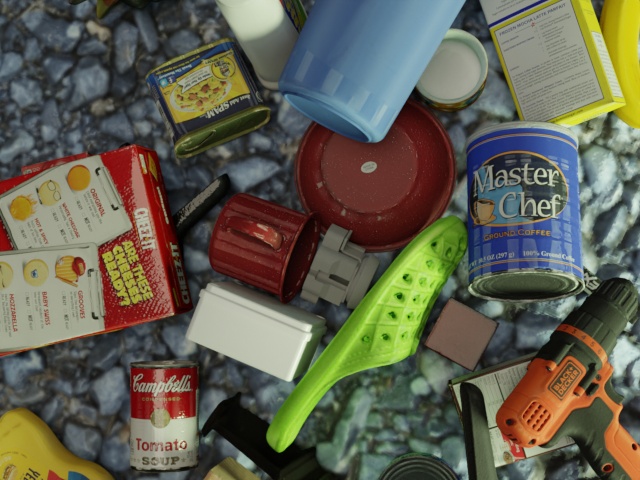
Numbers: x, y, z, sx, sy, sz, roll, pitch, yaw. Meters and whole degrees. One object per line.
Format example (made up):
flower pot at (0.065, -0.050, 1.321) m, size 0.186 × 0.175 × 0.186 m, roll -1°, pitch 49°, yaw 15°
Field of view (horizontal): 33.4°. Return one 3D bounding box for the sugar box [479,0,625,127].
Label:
sugar box at (0.212, -0.194, 1.001) m, size 0.093 × 0.048 × 0.176 m, roll -20°, pitch 81°, yaw 32°

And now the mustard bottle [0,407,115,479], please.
mustard bottle at (-0.253, 0.256, 1.050) m, size 0.192 × 0.058 × 0.096 m, roll 35°, pitch 93°, yaw 9°

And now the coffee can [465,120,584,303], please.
coffee can at (0.183, -0.024, 0.963) m, size 0.103 × 0.103 × 0.140 m, roll -1°, pitch 72°, yaw 8°

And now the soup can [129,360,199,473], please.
soup can at (-0.151, 0.169, 1.036) m, size 0.068 × 0.068 × 0.102 m, roll -1°, pitch 87°, yaw 8°

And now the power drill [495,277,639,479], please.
power drill at (0.272, 0.151, 0.957) m, size 0.187 × 0.057 × 0.184 m, roll 42°, pitch 77°, yaw -2°

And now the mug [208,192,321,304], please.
mug at (-0.057, 0.001, 1.010) m, size 0.081 × 0.117 × 0.093 m, roll 20°, pitch 83°, yaw 14°

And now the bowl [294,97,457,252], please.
bowl at (0.050, -0.070, 1.027) m, size 0.162 × 0.055 × 0.162 m, roll 0°, pitch 87°, yaw 9°

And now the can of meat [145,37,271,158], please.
can of meat at (-0.112, -0.140, 1.047) m, size 0.102 × 0.057 × 0.084 m, roll -24°, pitch 81°, yaw -8°

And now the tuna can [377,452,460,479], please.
tuna can at (0.093, 0.245, 1.011) m, size 0.086 × 0.033 × 0.086 m, roll -1°, pitch 87°, yaw 9°

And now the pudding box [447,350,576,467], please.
pudding box at (0.186, 0.158, 1.000) m, size 0.113 × 0.039 × 0.090 m, roll -18°, pitch 85°, yaw 5°

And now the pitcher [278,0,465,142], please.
pitcher at (0.058, -0.216, 0.968) m, size 0.145 × 0.149 × 0.243 m, roll 26°, pitch 86°, yaw 23°

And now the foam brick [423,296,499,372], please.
foam brick at (0.132, 0.087, 0.993) m, size 0.051 × 0.078 × 0.053 m, roll 28°, pitch 89°, yaw 9°

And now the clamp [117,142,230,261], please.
clamp at (-0.158, -0.006, 1.063) m, size 0.120 × 0.039 × 0.171 m, roll 9°, pitch 91°, yaw 14°

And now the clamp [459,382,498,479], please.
clamp at (0.131, 0.253, 0.967) m, size 0.164 × 0.036 × 0.210 m, roll -38°, pitch 104°, yaw -3°

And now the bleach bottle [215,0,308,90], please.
bleach bottle at (-0.057, -0.209, 0.951) m, size 0.068 × 0.250 × 0.102 m, roll -18°, pitch 84°, yaw 7°

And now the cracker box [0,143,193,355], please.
cracker box at (-0.245, 0.014, 1.025) m, size 0.214 × 0.072 × 0.164 m, roll -14°, pitch 88°, yaw 11°
